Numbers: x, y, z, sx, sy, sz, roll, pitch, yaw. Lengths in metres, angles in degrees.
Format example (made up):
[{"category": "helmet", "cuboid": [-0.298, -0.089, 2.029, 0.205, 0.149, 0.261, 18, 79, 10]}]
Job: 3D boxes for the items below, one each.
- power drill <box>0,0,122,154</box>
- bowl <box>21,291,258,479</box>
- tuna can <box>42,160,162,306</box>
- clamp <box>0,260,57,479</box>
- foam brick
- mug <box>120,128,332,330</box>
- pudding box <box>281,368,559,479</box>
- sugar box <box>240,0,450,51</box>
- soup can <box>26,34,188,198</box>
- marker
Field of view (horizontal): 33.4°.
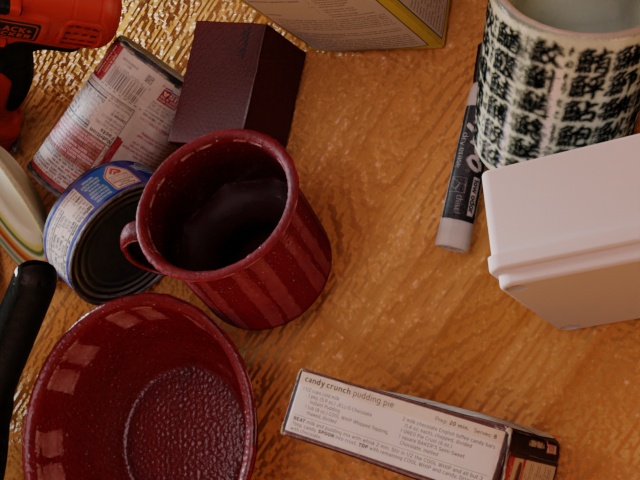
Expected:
[{"category": "power drill", "cuboid": [-0.236, -0.118, 0.662, 0.188, 0.184, 0.057, -36, 53, 54]}, {"category": "bowl", "cuboid": [-0.093, 0.114, 0.615, 0.162, 0.055, 0.162, -7, 74, 27]}, {"category": "tuna can", "cuboid": [-0.123, -0.005, 0.643, 0.034, 0.086, 0.086, 38, 97, 31]}, {"category": "clamp", "cuboid": [-0.219, 0.097, 0.682, 0.165, 0.036, 0.210, 24, 102, 60]}, {"category": "foam brick", "cuboid": [-0.049, -0.087, 0.644, 0.053, 0.051, 0.078, 9, 82, 29]}, {"category": "mug", "cuboid": [-0.054, 0.001, 0.595, 0.117, 0.081, 0.093, -10, 58, 16]}, {"category": "pudding box", "cuboid": [0.051, 0.097, 0.522, 0.114, 0.090, 0.039, 10, 82, 29]}, {"category": "sugar box", "cuboid": [-0.006, -0.149, 0.564, 0.093, 0.176, 0.048, 4, 80, 29]}, {"category": "soup can", "cuboid": [-0.128, -0.069, 0.672, 0.069, 0.068, 0.102, 40, 97, 30]}, {"category": "marker", "cuboid": [0.084, -0.054, 0.583, 0.020, 0.020, 0.121, 9, 82, 29]}]
